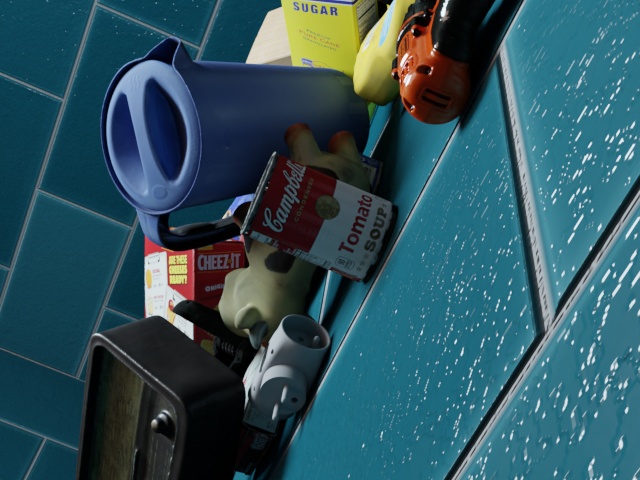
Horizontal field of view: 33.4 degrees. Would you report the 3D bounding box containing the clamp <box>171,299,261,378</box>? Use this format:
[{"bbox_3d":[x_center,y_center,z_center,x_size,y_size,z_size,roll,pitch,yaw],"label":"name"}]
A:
[{"bbox_3d":[-0.088,0.111,1.033,0.209,0.036,0.165,-20,-49,-58],"label":"clamp"}]

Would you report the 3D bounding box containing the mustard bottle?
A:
[{"bbox_3d":[0.082,-0.190,0.919,0.096,0.058,0.192,-63,4,-16],"label":"mustard bottle"}]

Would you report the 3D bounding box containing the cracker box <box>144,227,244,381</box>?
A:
[{"bbox_3d":[-0.149,0.098,1.257,0.164,0.072,0.214,13,104,61],"label":"cracker box"}]

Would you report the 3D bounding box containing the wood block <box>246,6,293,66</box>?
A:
[{"bbox_3d":[0.001,-0.248,1.346,0.206,0.090,0.090,1,66,60],"label":"wood block"}]

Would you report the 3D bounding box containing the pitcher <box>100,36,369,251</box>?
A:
[{"bbox_3d":[-0.070,-0.092,0.979,0.242,0.145,0.149,-11,-22,-47],"label":"pitcher"}]

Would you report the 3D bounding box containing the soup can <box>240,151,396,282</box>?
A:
[{"bbox_3d":[-0.002,-0.017,0.813,0.068,0.102,0.068,-158,91,-84],"label":"soup can"}]

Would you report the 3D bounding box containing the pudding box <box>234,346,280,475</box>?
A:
[{"bbox_3d":[-0.053,0.145,0.974,0.090,0.039,0.113,120,169,-51],"label":"pudding box"}]

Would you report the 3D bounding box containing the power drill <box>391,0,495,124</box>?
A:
[{"bbox_3d":[0.106,-0.188,0.734,0.184,0.057,0.188,-86,16,-60],"label":"power drill"}]

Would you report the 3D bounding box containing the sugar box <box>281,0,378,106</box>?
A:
[{"bbox_3d":[0.010,-0.216,1.034,0.048,0.093,0.176,-50,-31,-26],"label":"sugar box"}]
